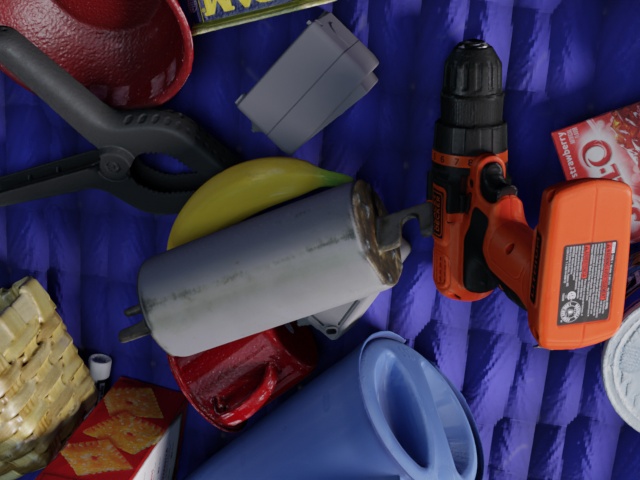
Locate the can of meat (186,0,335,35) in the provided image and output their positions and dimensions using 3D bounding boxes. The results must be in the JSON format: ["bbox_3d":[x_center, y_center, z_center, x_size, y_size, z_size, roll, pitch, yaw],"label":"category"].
[{"bbox_3d":[-0.048,-0.193,0.728,0.102,0.057,0.084,-10,103,15],"label":"can of meat"}]

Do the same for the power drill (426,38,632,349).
[{"bbox_3d":[0.125,-0.026,0.681,0.057,0.188,0.184,-7,110,-15],"label":"power drill"}]

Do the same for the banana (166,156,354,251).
[{"bbox_3d":[-0.065,-0.013,0.769,0.069,0.037,0.198,43,133,-17],"label":"banana"}]

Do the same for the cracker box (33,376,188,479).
[{"bbox_3d":[-0.174,0.226,0.814,0.072,0.213,0.164,14,111,7],"label":"cracker box"}]

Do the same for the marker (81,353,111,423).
[{"bbox_3d":[-0.192,0.152,0.898,0.020,0.020,0.121,14,111,8],"label":"marker"}]

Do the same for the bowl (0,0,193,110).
[{"bbox_3d":[-0.161,-0.162,0.743,0.162,0.055,0.162,8,142,6],"label":"bowl"}]

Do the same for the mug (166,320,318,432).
[{"bbox_3d":[-0.056,0.090,0.797,0.082,0.117,0.093,-36,113,16],"label":"mug"}]

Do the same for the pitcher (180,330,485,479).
[{"bbox_3d":[-0.009,0.187,0.794,0.243,0.149,0.145,-37,72,29],"label":"pitcher"}]

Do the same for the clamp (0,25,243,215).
[{"bbox_3d":[-0.152,-0.073,0.777,0.210,0.036,0.165,10,136,-1],"label":"clamp"}]
